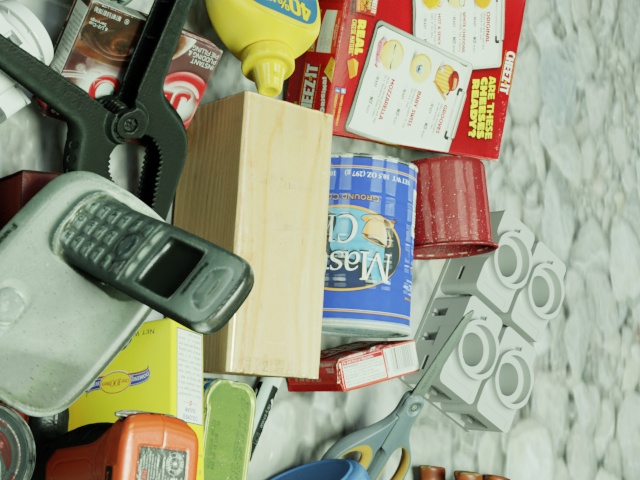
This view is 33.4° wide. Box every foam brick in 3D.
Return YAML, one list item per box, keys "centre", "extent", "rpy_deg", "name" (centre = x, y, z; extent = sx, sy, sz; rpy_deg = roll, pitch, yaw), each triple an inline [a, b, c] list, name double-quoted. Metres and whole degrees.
- centre: [-0.195, -0.015, 0.724]
  extent: [0.052, 0.078, 0.051]
  rpy_deg: [4, 81, -39]
  name: "foam brick"

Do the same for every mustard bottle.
- centre: [-0.046, -0.196, 0.842]
  extent: [0.096, 0.058, 0.191]
  rpy_deg: [16, 57, -36]
  name: "mustard bottle"

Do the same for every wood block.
- centre: [-0.055, 0.001, 0.828]
  extent: [0.090, 0.091, 0.206]
  rpy_deg: [10, 79, -39]
  name: "wood block"

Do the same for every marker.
- centre: [-0.049, 0.135, 0.865]
  extent: [0.020, 0.020, 0.121]
  rpy_deg: [36, 64, -31]
  name: "marker"

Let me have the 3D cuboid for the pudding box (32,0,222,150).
- centre: [-0.140, -0.121, 0.780]
  extent: [0.113, 0.039, 0.090]
  rpy_deg: [16, 109, -35]
  name: "pudding box"

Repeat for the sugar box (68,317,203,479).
- centre: [-0.128, 0.147, 0.729]
  extent: [0.048, 0.093, 0.176]
  rpy_deg: [31, 51, -56]
  name: "sugar box"

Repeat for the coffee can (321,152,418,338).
- centre: [0.027, 0.007, 0.886]
  extent: [0.102, 0.103, 0.140]
  rpy_deg: [11, 79, -38]
  name: "coffee can"

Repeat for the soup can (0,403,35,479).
- centre: [-0.230, 0.132, 0.664]
  extent: [0.068, 0.102, 0.068]
  rpy_deg: [5, 82, -39]
  name: "soup can"

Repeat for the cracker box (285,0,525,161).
- centre: [0.078, -0.164, 0.948]
  extent: [0.213, 0.072, 0.164]
  rpy_deg: [4, 98, -40]
  name: "cracker box"

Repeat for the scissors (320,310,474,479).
- centre: [0.057, 0.142, 0.886]
  extent: [0.096, 0.016, 0.202]
  rpy_deg: [2, 118, -29]
  name: "scissors"

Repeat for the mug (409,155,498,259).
- centre: [0.100, -0.028, 0.968]
  extent: [0.117, 0.093, 0.081]
  rpy_deg: [-3, 81, -3]
  name: "mug"

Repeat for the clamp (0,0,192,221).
- centre: [-0.134, -0.095, 0.749]
  extent: [0.164, 0.036, 0.210]
  rpy_deg: [-31, 133, -20]
  name: "clamp"

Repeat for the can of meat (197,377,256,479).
- centre: [-0.097, 0.148, 0.776]
  extent: [0.057, 0.084, 0.102]
  rpy_deg: [19, 73, -49]
  name: "can of meat"

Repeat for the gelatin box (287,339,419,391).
- centre: [0.026, 0.104, 0.894]
  extent: [0.089, 0.073, 0.030]
  rpy_deg: [-9, 90, -39]
  name: "gelatin box"

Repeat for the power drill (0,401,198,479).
- centre: [-0.158, 0.176, 0.664]
  extent: [0.057, 0.188, 0.184]
  rpy_deg: [15, 73, -44]
  name: "power drill"
